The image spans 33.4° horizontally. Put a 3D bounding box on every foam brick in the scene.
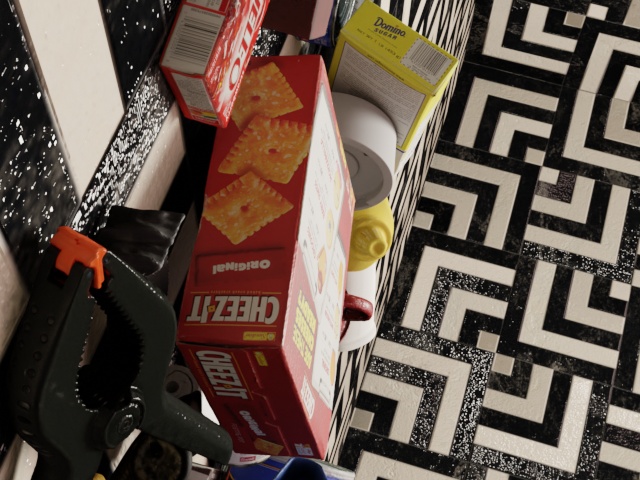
[{"bbox_3d":[-0.017,-0.174,0.688,0.051,0.053,0.078,-50,156,-71],"label":"foam brick"}]

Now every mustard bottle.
[{"bbox_3d":[0.026,-0.024,0.999,0.192,0.058,0.096,-126,-134,-67],"label":"mustard bottle"}]

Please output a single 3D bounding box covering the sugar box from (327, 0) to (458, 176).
[{"bbox_3d":[0.052,-0.125,0.920,0.048,0.093,0.176,-53,175,-18],"label":"sugar box"}]

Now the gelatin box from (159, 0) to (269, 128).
[{"bbox_3d":[-0.057,-0.119,0.600,0.073,0.030,0.089,78,29,-74],"label":"gelatin box"}]

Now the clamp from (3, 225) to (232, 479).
[{"bbox_3d":[-0.100,0.081,0.528,0.164,0.036,0.210,-31,137,-44],"label":"clamp"}]

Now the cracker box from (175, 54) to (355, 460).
[{"bbox_3d":[-0.029,0.012,0.697,0.164,0.072,0.213,74,20,-55],"label":"cracker box"}]
